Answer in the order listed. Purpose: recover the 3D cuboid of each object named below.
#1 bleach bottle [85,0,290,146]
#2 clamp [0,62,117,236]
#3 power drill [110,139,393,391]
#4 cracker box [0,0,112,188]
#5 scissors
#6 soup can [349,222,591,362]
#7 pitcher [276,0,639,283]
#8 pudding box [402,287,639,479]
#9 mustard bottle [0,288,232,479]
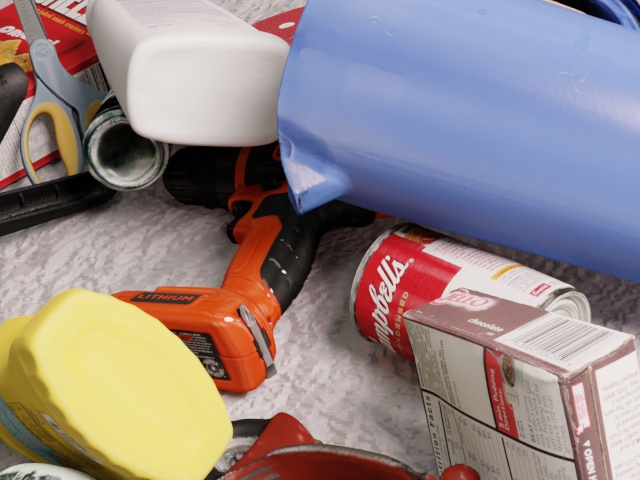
[{"bbox_3d":[-0.098,-0.133,0.707,0.102,0.068,0.251,-1,24,-18],"label":"bleach bottle"},{"bbox_3d":[-0.236,-0.018,0.666,0.210,0.164,0.036,-34,65,-11],"label":"clamp"},{"bbox_3d":[-0.054,0.001,0.635,0.185,0.057,0.187,1,41,33],"label":"power drill"},{"bbox_3d":[-0.236,-0.131,0.854,0.213,0.072,0.164,-35,42,-25],"label":"cracker box"},{"bbox_3d":[-0.181,-0.128,0.774,0.096,0.202,0.016,-3,-8,-16],"label":"scissors"},{"bbox_3d":[0.074,0.038,0.536,0.102,0.068,0.068,24,52,39],"label":"soup can"},{"bbox_3d":[0.112,-0.063,0.530,0.243,0.149,0.144,19,18,14],"label":"pitcher"},{"bbox_3d":[0.085,0.074,0.441,0.039,0.090,0.114,-21,17,-22],"label":"pudding box"},{"bbox_3d":[-0.118,0.076,0.510,0.058,0.096,0.192,-54,16,-26],"label":"mustard bottle"}]
